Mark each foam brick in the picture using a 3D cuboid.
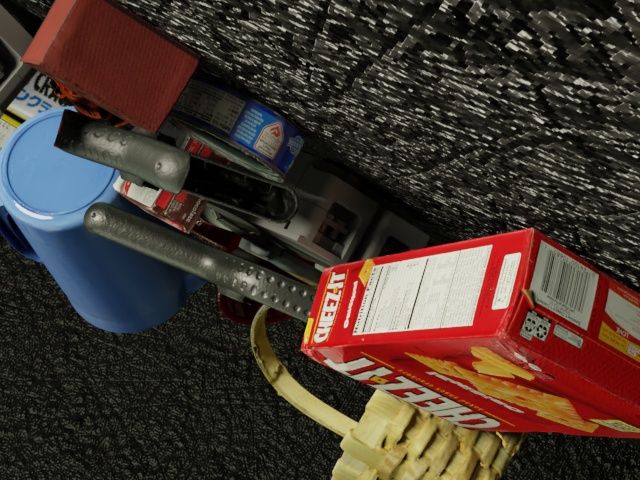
[{"bbox_3d":[-0.118,-0.102,0.599,0.078,0.051,0.053,30,176,-29],"label":"foam brick"}]

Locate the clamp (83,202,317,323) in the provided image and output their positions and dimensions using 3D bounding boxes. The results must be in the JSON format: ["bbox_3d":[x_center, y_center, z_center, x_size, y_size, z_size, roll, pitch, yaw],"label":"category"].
[{"bbox_3d":[-0.059,0.028,0.818,0.210,0.036,0.164,20,176,22],"label":"clamp"}]

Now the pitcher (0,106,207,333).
[{"bbox_3d":[-0.202,-0.016,0.932,0.145,0.149,0.243,54,171,21],"label":"pitcher"}]

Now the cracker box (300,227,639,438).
[{"bbox_3d":[0.112,0.069,0.677,0.164,0.072,0.214,28,159,-25],"label":"cracker box"}]

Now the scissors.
[{"bbox_3d":[-0.056,0.001,0.855,0.096,0.016,0.201,24,174,35],"label":"scissors"}]

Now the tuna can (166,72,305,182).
[{"bbox_3d":[-0.053,-0.072,0.675,0.086,0.034,0.086,28,176,2],"label":"tuna can"}]

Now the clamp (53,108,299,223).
[{"bbox_3d":[-0.098,-0.048,0.670,0.172,0.039,0.120,24,179,43],"label":"clamp"}]

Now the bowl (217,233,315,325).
[{"bbox_3d":[-0.039,0.014,1.079,0.162,0.162,0.055,33,-158,-56],"label":"bowl"}]

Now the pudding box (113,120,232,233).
[{"bbox_3d":[-0.101,-0.059,0.768,0.039,0.090,0.114,32,176,-28],"label":"pudding box"}]
